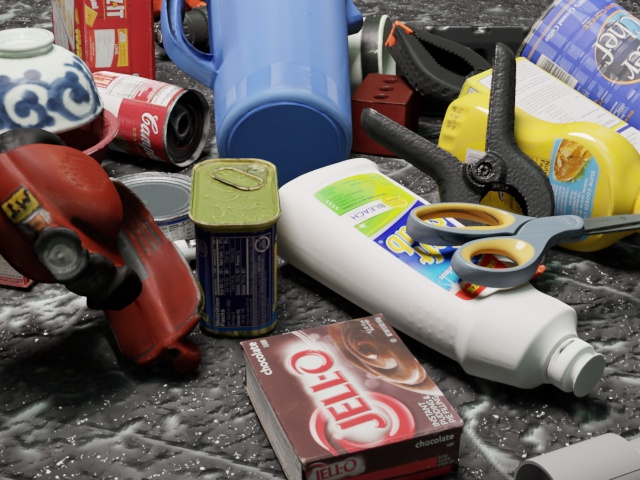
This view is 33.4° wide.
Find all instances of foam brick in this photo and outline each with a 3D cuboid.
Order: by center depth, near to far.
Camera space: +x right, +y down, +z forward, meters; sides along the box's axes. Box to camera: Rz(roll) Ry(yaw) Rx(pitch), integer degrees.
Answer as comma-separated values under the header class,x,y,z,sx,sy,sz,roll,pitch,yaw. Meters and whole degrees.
class,x,y,z,sx,sy,sz,roll,pitch,yaw
foam brick,0.059,-0.115,0.975,0.053,0.051,0.078,7,28,13

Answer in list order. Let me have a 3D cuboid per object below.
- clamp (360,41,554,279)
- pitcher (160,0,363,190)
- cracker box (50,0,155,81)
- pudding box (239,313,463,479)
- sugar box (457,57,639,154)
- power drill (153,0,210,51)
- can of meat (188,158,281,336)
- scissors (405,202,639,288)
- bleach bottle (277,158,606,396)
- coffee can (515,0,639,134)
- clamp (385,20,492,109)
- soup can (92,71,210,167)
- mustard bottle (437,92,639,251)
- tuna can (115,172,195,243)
class,x,y,z,sx,sy,sz,roll,pitch,yaw
clamp,0.104,-0.047,0.760,0.120,0.171,0.039,-19,-14,9
pitcher,-0.045,-0.154,0.918,0.149,0.145,0.243,-23,40,16
cracker box,-0.219,-0.224,1.054,0.072,0.164,0.214,-7,29,-20
pudding box,0.014,0.090,0.588,0.090,0.039,0.114,-9,29,-18
sugar box,0.203,-0.079,0.865,0.176,0.048,0.093,41,43,21
power drill,-0.152,-0.271,1.267,0.184,0.057,0.188,-16,34,-37
can of meat,-0.056,0.003,0.705,0.057,0.084,0.102,-1,27,-5
scissors,0.155,0.002,0.675,0.201,0.016,0.096,3,31,-9
bleach bottle,0.079,0.025,0.695,0.102,0.068,0.251,-20,36,-36
coffee can,0.254,-0.144,0.929,0.140,0.103,0.102,42,42,18
clamp,0.141,-0.126,0.955,0.210,0.036,0.164,34,38,11
soup can,-0.157,-0.107,0.934,0.102,0.068,0.068,14,30,25
mustard bottle,0.180,-0.044,0.791,0.192,0.096,0.058,21,31,33
tuna can,-0.126,-0.019,0.801,0.086,0.034,0.086,1,27,-1
